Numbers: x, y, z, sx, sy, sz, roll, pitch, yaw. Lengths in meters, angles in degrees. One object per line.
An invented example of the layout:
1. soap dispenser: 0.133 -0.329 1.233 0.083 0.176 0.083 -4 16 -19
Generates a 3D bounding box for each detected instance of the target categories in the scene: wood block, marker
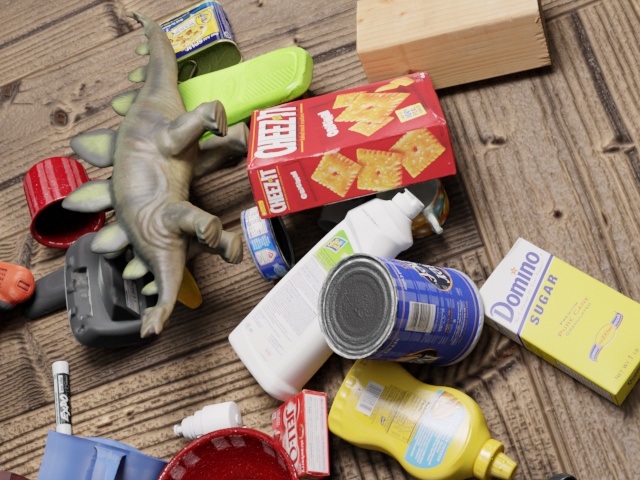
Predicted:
1. wood block: 0.152 -0.240 1.231 0.206 0.090 0.090 -10 51 16
2. marker: -0.299 0.199 1.239 0.020 0.020 0.121 -18 60 12

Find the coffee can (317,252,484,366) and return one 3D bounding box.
1. coffee can: 0.081 0.071 1.066 0.103 0.140 0.103 -10 76 43

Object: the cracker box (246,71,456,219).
1. cracker box: 0.030 -0.110 1.172 0.214 0.072 0.164 -12 28 5

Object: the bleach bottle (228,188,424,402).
1. bleach bottle: 0.018 0.050 1.134 0.251 0.068 0.103 -46 56 8

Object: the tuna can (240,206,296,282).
1. tuna can: -0.058 0.001 1.204 0.034 0.086 0.086 -20 60 9

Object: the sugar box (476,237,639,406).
1. sugar box: 0.248 0.078 1.072 0.176 0.048 0.093 32 80 29

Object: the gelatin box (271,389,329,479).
1. gelatin box: -0.022 0.207 1.098 0.073 0.030 0.089 -41 45 51

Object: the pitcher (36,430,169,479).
1. pitcher: -0.247 0.321 1.083 0.145 0.149 0.243 4 72 34

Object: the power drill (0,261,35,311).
1. power drill: -0.447 0.105 1.312 0.185 0.057 0.187 7 71 40

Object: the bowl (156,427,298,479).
1. bowl: -0.089 0.271 1.065 0.162 0.055 0.162 -12 52 15

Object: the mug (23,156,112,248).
1. mug: -0.312 -0.052 1.335 0.117 0.093 0.081 -11 51 -20

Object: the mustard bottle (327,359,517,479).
1. mustard bottle: 0.107 0.189 1.064 0.192 0.058 0.096 23 77 29

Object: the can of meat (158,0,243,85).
1. can of meat: -0.160 -0.255 1.387 0.102 0.057 0.084 -24 57 8
